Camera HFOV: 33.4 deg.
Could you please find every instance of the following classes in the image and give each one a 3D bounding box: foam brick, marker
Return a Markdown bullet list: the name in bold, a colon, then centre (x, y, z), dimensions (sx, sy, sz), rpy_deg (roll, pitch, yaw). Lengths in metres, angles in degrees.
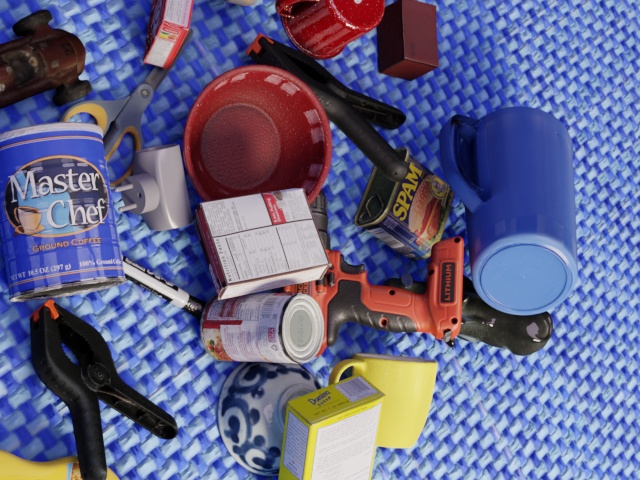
- **foam brick**: centre (0.101, -0.235, 1.244), dimensions (0.052, 0.051, 0.078), rpy_deg (8, 75, -32)
- **marker**: centre (-0.157, 0.043, 1.028), dimensions (0.121, 0.020, 0.020), rpy_deg (33, 63, -25)

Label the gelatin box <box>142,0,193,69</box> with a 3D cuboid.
- **gelatin box**: centre (-0.148, -0.226, 1.051), dimensions (0.030, 0.073, 0.089), rpy_deg (14, 62, -19)

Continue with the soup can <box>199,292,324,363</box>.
- **soup can**: centre (-0.056, 0.084, 1.027), dimensions (0.068, 0.102, 0.068), rpy_deg (5, 84, -53)

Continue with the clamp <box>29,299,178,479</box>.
- **clamp**: centre (-0.207, 0.134, 0.941), dimensions (0.171, 0.039, 0.120), rpy_deg (49, 26, -2)

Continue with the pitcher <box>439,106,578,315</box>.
- **pitcher**: centre (0.210, -0.038, 1.171), dimensions (0.242, 0.149, 0.145), rpy_deg (-79, 161, -53)

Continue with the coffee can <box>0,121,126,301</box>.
- **coffee can**: centre (-0.233, -0.024, 0.941), dimensions (0.102, 0.103, 0.140), rpy_deg (-7, 84, -35)

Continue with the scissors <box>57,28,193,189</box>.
- **scissors**: centre (-0.194, -0.146, 1.047), dimensions (0.096, 0.016, 0.201), rpy_deg (27, 66, -27)

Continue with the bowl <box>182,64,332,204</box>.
- **bowl**: centre (-0.071, -0.095, 1.082), dimensions (0.161, 0.055, 0.162), rpy_deg (-2, 95, -26)

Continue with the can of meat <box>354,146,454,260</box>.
- **can of meat**: centre (0.096, -0.039, 1.196), dimensions (0.083, 0.058, 0.102), rpy_deg (35, 63, -26)

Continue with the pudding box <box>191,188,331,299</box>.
- **pudding box**: centre (-0.057, 0.001, 1.023), dimensions (0.113, 0.039, 0.090), rpy_deg (-11, 70, -23)

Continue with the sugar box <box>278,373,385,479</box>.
- **sugar box**: centre (0.005, 0.221, 1.029), dimensions (0.093, 0.048, 0.176), rpy_deg (-15, 128, -36)

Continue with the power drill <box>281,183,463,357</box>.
- **power drill**: centre (0.052, 0.032, 1.097), dimensions (0.188, 0.057, 0.184), rpy_deg (1, 77, 6)

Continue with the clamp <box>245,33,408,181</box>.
- **clamp**: centre (0.015, -0.155, 1.156), dimensions (0.210, 0.036, 0.164), rpy_deg (36, 23, -7)

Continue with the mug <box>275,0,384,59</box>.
- **mug**: centre (0.007, -0.256, 1.166), dimensions (0.117, 0.082, 0.093), rpy_deg (3, 78, -34)
